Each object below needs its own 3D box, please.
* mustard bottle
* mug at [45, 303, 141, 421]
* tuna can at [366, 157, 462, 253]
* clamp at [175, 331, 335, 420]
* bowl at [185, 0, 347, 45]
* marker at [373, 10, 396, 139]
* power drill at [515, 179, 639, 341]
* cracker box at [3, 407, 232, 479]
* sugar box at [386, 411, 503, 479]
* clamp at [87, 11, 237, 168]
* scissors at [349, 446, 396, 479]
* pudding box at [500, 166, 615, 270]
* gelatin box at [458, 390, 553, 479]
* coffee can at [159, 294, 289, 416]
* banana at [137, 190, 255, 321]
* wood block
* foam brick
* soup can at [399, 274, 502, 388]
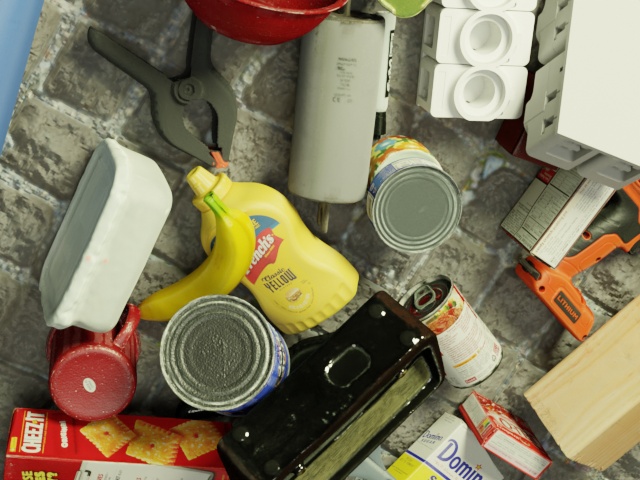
[{"bbox_3d":[-0.057,0.002,1.020,0.096,0.058,0.191,-32,113,28],"label":"mustard bottle"},{"bbox_3d":[-0.210,0.111,1.020,0.093,0.081,0.117,38,99,-21],"label":"mug"},{"bbox_3d":[0.086,-0.033,0.994,0.086,0.034,0.086,-3,110,-9],"label":"tuna can"},{"bbox_3d":[-0.034,0.159,1.096,0.164,0.036,0.210,38,100,-24],"label":"clamp"},{"bbox_3d":[-0.058,-0.212,0.903,0.162,0.162,0.055,11,127,-15],"label":"bowl"},{"bbox_3d":[0.057,-0.155,1.009,0.020,0.020,0.121,0,110,-11],"label":"marker"},{"bbox_3d":[0.310,0.014,1.103,0.188,0.057,0.184,-44,114,5],"label":"power drill"},{"bbox_3d":[-0.203,0.249,1.059,0.213,0.072,0.164,7,126,-12],"label":"cracker box"},{"bbox_3d":[0.106,0.277,1.136,0.176,0.048,0.093,-41,113,-13],"label":"sugar box"},{"bbox_3d":[-0.134,-0.141,0.966,0.120,0.039,0.171,-16,108,-5],"label":"clamp"},{"bbox_3d":[0.071,0.228,1.088,0.201,0.016,0.096,27,89,-3],"label":"scissors"},{"bbox_3d":[0.235,-0.036,1.050,0.039,0.090,0.113,30,101,-19],"label":"pudding box"},{"bbox_3d":[0.198,0.207,1.137,0.089,0.073,0.030,33,104,-24],"label":"gelatin box"},{"bbox_3d":[-0.086,0.110,0.996,0.103,0.140,0.103,-1,79,4],"label":"coffee can"},{"bbox_3d":[-0.108,0.026,0.992,0.069,0.037,0.198,32,133,-6],"label":"banana"},{"bbox_3d":[0.327,0.135,1.099,0.206,0.090,0.090,-44,140,16],"label":"wood block"},{"bbox_3d":[0.215,-0.116,1.038,0.053,0.051,0.078,19,105,-18],"label":"foam brick"},{"bbox_3d":[0.132,0.094,1.089,0.068,0.068,0.102,-38,113,4],"label":"soup can"}]
